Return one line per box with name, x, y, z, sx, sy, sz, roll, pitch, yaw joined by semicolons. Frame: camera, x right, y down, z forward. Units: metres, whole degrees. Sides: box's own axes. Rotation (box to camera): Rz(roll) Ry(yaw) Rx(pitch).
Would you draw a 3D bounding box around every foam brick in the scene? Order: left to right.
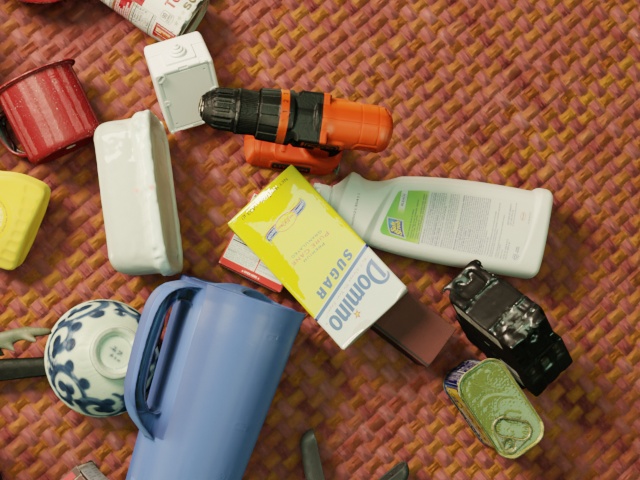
foam brick;0.094;0.091;1.137;0.078;0.053;0.051;38;83;-4

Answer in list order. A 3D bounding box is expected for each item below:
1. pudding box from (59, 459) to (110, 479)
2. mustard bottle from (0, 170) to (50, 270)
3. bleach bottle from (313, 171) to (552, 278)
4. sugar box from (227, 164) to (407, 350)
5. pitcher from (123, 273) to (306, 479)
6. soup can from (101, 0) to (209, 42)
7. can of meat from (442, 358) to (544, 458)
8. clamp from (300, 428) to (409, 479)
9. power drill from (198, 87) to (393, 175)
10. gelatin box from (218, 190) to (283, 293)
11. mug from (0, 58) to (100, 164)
pudding box;-0.256;0.261;1.054;0.090;0.113;0.039;-39;88;-8
mustard bottle;-0.381;-0.048;1.088;0.191;0.058;0.096;23;99;-4
bleach bottle;0.114;-0.030;1.144;0.250;0.068;0.102;12;84;-3
sugar box;-0.002;0.018;1.092;0.093;0.048;0.176;-44;83;-1
pitcher;-0.120;0.159;1.067;0.149;0.145;0.243;18;87;0
soup can;-0.177;-0.255;1.123;0.102;0.068;0.068;34;83;-3
can of meat;0.179;0.174;1.125;0.057;0.084;0.102;-34;90;-8
clamp;0.023;0.291;1.122;0.120;0.039;0.171;12;91;-1
power drill;-0.033;-0.109;1.069;0.184;0.188;0.057;8;86;-8
gelatin box;-0.057;0.001;1.138;0.073;0.030;0.089;26;83;-3
mug;-0.286;-0.125;1.098;0.117;0.093;0.081;-24;94;23
